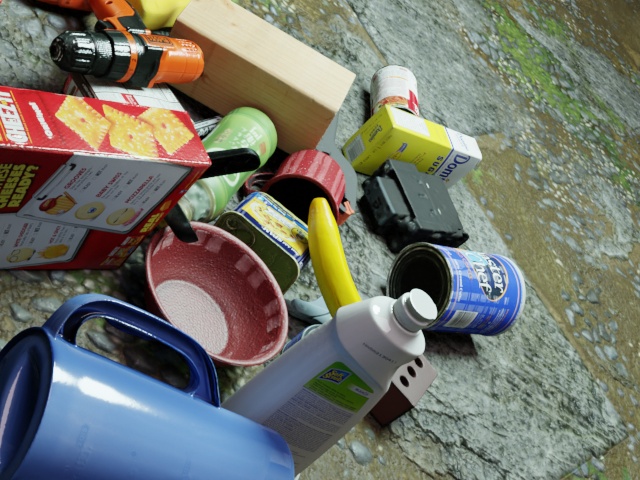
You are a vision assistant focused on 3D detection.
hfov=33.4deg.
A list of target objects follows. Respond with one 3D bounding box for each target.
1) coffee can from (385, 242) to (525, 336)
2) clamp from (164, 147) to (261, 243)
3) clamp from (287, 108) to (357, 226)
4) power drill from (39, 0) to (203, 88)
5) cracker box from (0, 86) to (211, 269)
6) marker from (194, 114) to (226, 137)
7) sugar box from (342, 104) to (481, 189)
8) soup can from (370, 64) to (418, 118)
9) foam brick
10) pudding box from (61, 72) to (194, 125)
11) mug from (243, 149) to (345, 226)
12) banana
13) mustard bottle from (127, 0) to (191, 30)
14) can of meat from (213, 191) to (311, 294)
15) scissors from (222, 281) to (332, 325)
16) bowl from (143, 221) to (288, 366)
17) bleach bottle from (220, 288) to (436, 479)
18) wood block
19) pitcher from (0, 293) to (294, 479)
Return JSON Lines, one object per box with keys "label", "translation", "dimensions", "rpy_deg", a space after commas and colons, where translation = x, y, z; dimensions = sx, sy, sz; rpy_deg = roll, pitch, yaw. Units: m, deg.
{"label": "coffee can", "translation": [0.163, 0.060, 1.277], "dimensions": [0.140, 0.103, 0.103], "rpy_deg": [9, 50, -43]}
{"label": "clamp", "translation": [-0.154, -0.054, 1.027], "dimensions": [0.120, 0.172, 0.039], "rpy_deg": [-58, 146, -40]}
{"label": "clamp", "translation": [-0.017, -0.111, 1.309], "dimensions": [0.164, 0.036, 0.210], "rpy_deg": [9, 49, -36]}
{"label": "power drill", "translation": [-0.237, -0.230, 1.129], "dimensions": [0.184, 0.057, 0.188], "rpy_deg": [-3, 43, -49]}
{"label": "cracker box", "translation": [-0.226, -0.048, 0.904], "dimensions": [0.213, 0.164, 0.072], "rpy_deg": [2, 53, -47]}
{"label": "marker", "translation": [-0.144, -0.122, 1.197], "dimensions": [0.020, 0.020, 0.120], "rpy_deg": [53, 34, 7]}
{"label": "sugar box", "translation": [0.124, -0.115, 1.419], "dimensions": [0.175, 0.093, 0.048], "rpy_deg": [16, 46, -38]}
{"label": "soup can", "translation": [0.103, -0.190, 1.492], "dimensions": [0.068, 0.069, 0.102], "rpy_deg": [30, 38, -24]}
{"label": "foam brick", "translation": [0.081, 0.152, 1.142], "dimensions": [0.053, 0.051, 0.078], "rpy_deg": [48, 34, 0]}
{"label": "pudding box", "translation": [-0.200, -0.140, 1.116], "dimensions": [0.113, 0.039, 0.090], "rpy_deg": [2, 41, -44]}
{"label": "mug", "translation": [-0.029, -0.053, 1.206], "dimensions": [0.117, 0.093, 0.081], "rpy_deg": [9, 31, 8]}
{"label": "banana", "translation": [0.027, 0.051, 1.127], "dimensions": [0.197, 0.037, 0.069], "rpy_deg": [62, 29, -23]}
{"label": "mustard bottle", "translation": [-0.177, -0.301, 1.304], "dimensions": [0.191, 0.058, 0.096], "rpy_deg": [-15, 62, -53]}
{"label": "can of meat", "translation": [-0.057, 0.001, 1.123], "dimensions": [0.102, 0.058, 0.083], "rpy_deg": [39, 27, 1]}
{"label": "scissors", "translation": [-0.018, 0.063, 1.155], "dimensions": [0.201, 0.016, 0.096], "rpy_deg": [32, 35, -22]}
{"label": "bowl", "translation": [-0.110, 0.062, 1.018], "dimensions": [0.162, 0.055, 0.162], "rpy_deg": [29, 39, -26]}
{"label": "bleach bottle", "translation": [0.011, 0.123, 0.915], "dimensions": [0.102, 0.251, 0.068], "rpy_deg": [28, 39, -27]}
{"label": "wood block", "translation": [-0.076, -0.192, 1.236], "dimensions": [0.206, 0.091, 0.090], "rpy_deg": [30, 40, -5]}
{"label": "pitcher", "translation": [-0.137, 0.156, 0.823], "dimensions": [0.242, 0.149, 0.145], "rpy_deg": [26, 38, -34]}
